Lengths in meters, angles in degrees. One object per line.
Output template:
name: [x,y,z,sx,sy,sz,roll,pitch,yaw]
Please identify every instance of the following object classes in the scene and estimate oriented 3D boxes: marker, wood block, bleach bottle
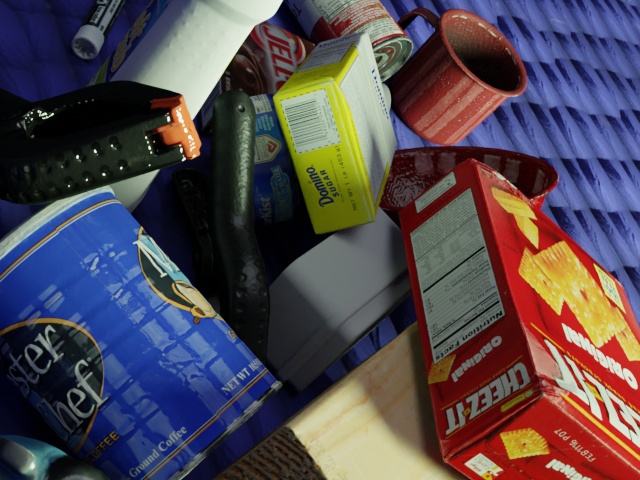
marker: [-0.149,-0.170,0.760,0.020,0.020,0.121,31,42,-17]
wood block: [0.025,0.120,0.573,0.090,0.091,0.205,52,27,7]
bleach bottle: [-0.074,-0.113,0.594,0.068,0.251,0.102,31,42,-17]

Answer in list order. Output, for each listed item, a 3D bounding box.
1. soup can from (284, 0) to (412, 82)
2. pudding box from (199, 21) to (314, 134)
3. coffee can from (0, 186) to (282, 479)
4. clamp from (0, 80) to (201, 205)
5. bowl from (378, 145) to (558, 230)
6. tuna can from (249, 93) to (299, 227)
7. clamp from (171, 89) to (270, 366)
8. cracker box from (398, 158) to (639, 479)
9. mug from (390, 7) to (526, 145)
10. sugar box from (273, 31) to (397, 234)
soup can: [0.021,-0.181,0.876,0.068,0.069,0.102,-15,67,-46]
pudding box: [-0.045,-0.116,0.787,0.089,0.039,0.113,19,47,-29]
coffee can: [-0.103,0.055,0.544,0.140,0.103,0.102,48,40,3]
clamp: [-0.157,-0.042,0.535,0.164,0.210,0.036,-50,131,-44]
bowl: [0.090,-0.022,0.773,0.161,0.162,0.055,-28,121,-49]
tuna can: [-0.039,-0.052,0.700,0.033,0.086,0.086,-12,60,-7]
clamp: [-0.054,0.001,0.627,0.039,0.120,0.171,-6,62,-19]
cracker box: [0.134,0.069,0.619,0.164,0.072,0.213,37,26,-26]
mug: [0.105,-0.143,0.904,0.117,0.082,0.093,48,40,3]
sugar box: [0.014,-0.078,0.715,0.176,0.048,0.093,-71,146,-70]
